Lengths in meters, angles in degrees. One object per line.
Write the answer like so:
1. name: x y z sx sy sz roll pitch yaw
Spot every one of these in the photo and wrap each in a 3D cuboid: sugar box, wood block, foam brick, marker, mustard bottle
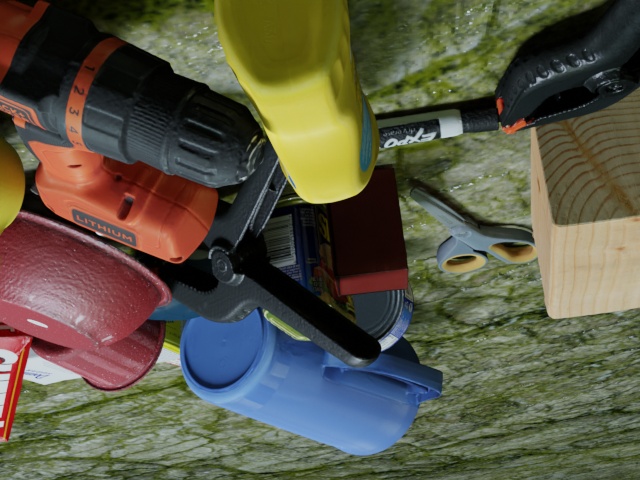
1. sugar box: -0.211 0.094 0.996 0.176 0.048 0.093 -10 159 20
2. wood block: 0.196 -0.020 0.742 0.090 0.091 0.206 -9 159 8
3. foam brick: 0.032 -0.006 0.755 0.051 0.078 0.053 -7 161 2
4. marker: 0.057 -0.070 0.673 0.121 0.020 0.020 -8 159 7
5. mustard bottle: -0.004 -0.073 0.543 0.058 0.096 0.191 -13 159 5

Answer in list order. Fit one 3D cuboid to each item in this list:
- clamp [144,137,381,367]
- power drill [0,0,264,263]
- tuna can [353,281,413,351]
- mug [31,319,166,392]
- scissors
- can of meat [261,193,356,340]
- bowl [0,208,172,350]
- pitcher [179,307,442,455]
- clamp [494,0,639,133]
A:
1. clamp: -0.055 0.001 0.732 0.210 0.164 0.036 2 -161 45
2. power drill: -0.104 -0.050 0.546 0.184 0.057 0.187 25 163 12
3. tuna can: 0.034 0.052 0.894 0.086 0.086 0.033 -14 159 20
4. mug: -0.197 0.066 0.885 0.117 0.093 0.081 25 171 32
5. scissors: 0.103 -0.003 0.865 0.096 0.016 0.201 -24 153 39
6. can of meat: -0.011 0.023 0.808 0.057 0.084 0.102 -12 158 16
7. bowl: -0.189 0.035 0.749 0.162 0.055 0.162 17 160 6
8. pitcher: -0.008 0.118 0.998 0.149 0.145 0.242 -47 143 12
9. clamp: 0.157 -0.104 0.585 0.172 0.039 0.120 -23 152 38
